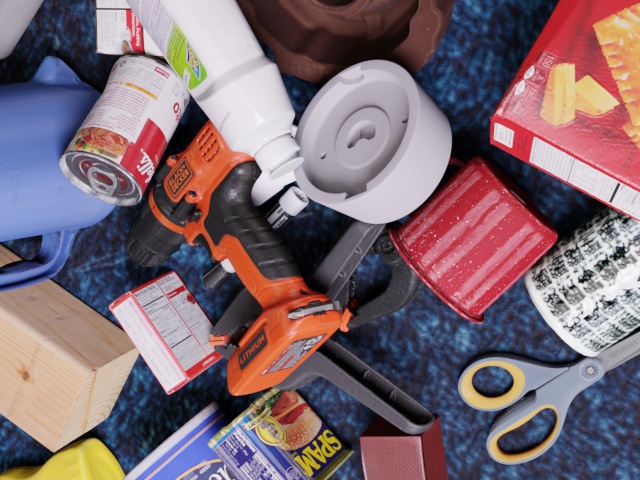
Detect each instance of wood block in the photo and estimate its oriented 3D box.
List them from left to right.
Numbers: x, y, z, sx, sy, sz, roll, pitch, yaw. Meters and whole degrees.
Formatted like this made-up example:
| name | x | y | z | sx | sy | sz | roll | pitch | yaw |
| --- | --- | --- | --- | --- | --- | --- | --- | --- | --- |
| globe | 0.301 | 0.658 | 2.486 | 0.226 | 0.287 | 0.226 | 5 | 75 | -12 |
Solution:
| name | x | y | z | sx | sy | sz | roll | pitch | yaw |
| --- | --- | --- | --- | --- | --- | --- | --- | --- | --- |
| wood block | -0.276 | 0.082 | 0.947 | 0.206 | 0.090 | 0.091 | 33 | 112 | 12 |

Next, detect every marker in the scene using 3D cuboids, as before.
| name | x | y | z | sx | sy | sz | roll | pitch | yaw |
| --- | --- | --- | --- | --- | --- | --- | --- | --- | --- |
| marker | -0.056 | 0.001 | 0.874 | 0.121 | 0.020 | 0.020 | -43 | 85 | 25 |

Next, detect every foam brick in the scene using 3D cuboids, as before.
| name | x | y | z | sx | sy | sz | roll | pitch | yaw |
| --- | --- | --- | --- | --- | --- | --- | --- | --- | --- |
| foam brick | 0.068 | 0.182 | 0.849 | 0.053 | 0.051 | 0.078 | -3 | 101 | 24 |

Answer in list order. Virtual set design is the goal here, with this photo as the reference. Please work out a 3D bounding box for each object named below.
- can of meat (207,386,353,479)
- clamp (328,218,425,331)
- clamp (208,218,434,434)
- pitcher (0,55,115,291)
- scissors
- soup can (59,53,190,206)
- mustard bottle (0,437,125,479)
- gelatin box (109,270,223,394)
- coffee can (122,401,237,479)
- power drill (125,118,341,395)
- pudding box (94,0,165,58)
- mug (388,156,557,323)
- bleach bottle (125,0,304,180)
| name | x | y | z | sx | sy | sz | roll | pitch | yaw |
| --- | --- | --- | --- | --- | --- | --- | --- | --- | --- |
| can of meat | -0.032 | 0.168 | 0.861 | 0.084 | 0.102 | 0.058 | 48 | 115 | 8 |
| clamp | 0.049 | -0.010 | 0.816 | 0.120 | 0.039 | 0.172 | 42 | 111 | 9 |
| clamp | -0.006 | 0.079 | 0.830 | 0.210 | 0.036 | 0.164 | -18 | 91 | 43 |
| pitcher | -0.273 | -0.044 | 0.829 | 0.145 | 0.242 | 0.149 | -39 | 81 | 30 |
| scissors | 0.182 | 0.087 | 0.797 | 0.096 | 0.016 | 0.202 | 42 | 114 | 8 |
| soup can | -0.152 | -0.087 | 0.837 | 0.068 | 0.102 | 0.068 | 17 | 153 | 9 |
| mustard bottle | -0.268 | 0.257 | 1.005 | 0.192 | 0.058 | 0.096 | -24 | 93 | 26 |
| gelatin box | -0.126 | 0.074 | 0.891 | 0.030 | 0.073 | 0.089 | -36 | 88 | 26 |
| coffee can | -0.083 | 0.221 | 0.894 | 0.103 | 0.102 | 0.140 | -43 | 85 | 25 |
| power drill | -0.074 | 0.020 | 0.816 | 0.185 | 0.057 | 0.188 | -47 | 65 | 42 |
| pudding box | -0.124 | -0.190 | 0.845 | 0.114 | 0.039 | 0.090 | 5 | 103 | 19 |
| mug | 0.102 | -0.012 | 0.743 | 0.081 | 0.093 | 0.117 | -45 | 55 | 14 |
| bleach bottle | -0.089 | -0.152 | 0.755 | 0.068 | 0.103 | 0.251 | -29 | 82 | -16 |
